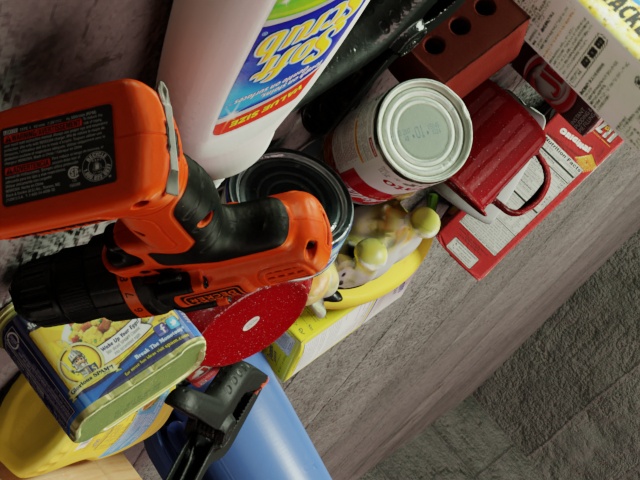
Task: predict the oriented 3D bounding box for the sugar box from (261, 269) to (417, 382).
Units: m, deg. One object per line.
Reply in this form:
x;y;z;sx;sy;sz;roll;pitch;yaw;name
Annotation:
0.022;0.067;1.103;0.176;0.048;0.093;-36;164;-30;sugar box

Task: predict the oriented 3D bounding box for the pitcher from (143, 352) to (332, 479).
-0.058;0.241;1.019;0.149;0.243;0.145;-29;163;-14;pitcher

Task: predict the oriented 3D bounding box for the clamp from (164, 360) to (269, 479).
-0.097;0.166;0.896;0.209;0.036;0.165;-36;147;-69;clamp

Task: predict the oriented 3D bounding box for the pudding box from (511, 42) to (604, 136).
0.221;-0.155;0.875;0.039;0.090;0.114;-29;160;-41;pudding box

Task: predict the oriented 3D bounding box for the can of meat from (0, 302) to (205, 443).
-0.132;0.061;0.647;0.102;0.084;0.057;-33;163;-26;can of meat

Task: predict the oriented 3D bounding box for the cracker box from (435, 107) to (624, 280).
0.217;-0.071;1.080;0.214;0.072;0.164;-47;179;19;cracker box

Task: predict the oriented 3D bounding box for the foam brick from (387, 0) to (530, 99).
0.090;-0.129;0.706;0.078;0.053;0.051;-39;165;-11;foam brick

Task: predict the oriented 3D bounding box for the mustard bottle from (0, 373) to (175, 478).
-0.157;0.120;0.794;0.096;0.058;0.191;-56;163;6;mustard bottle

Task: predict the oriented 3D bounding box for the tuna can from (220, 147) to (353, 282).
-0.023;-0.018;0.684;0.086;0.086;0.034;-29;159;-36;tuna can

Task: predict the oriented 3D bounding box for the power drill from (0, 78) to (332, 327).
-0.102;-0.006;0.515;0.184;0.057;0.187;-14;162;12;power drill

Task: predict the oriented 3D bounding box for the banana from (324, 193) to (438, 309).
0.049;0.025;1.041;0.197;0.069;0.037;-33;-159;-32;banana

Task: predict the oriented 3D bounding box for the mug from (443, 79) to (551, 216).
0.136;-0.072;0.866;0.081;0.117;0.093;-47;176;4;mug

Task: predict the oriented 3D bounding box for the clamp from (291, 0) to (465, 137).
0.036;-0.123;0.616;0.172;0.039;0.120;-45;176;16;clamp

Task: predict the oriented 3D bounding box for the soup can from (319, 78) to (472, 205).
0.048;-0.063;0.696;0.068;0.068;0.102;-35;-173;-19;soup can

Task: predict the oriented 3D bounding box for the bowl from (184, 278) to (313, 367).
-0.061;0.040;0.753;0.162;0.055;0.162;-28;152;-16;bowl

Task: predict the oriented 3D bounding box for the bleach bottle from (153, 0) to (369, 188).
-0.022;-0.105;0.494;0.102;0.068;0.251;-27;162;-33;bleach bottle
